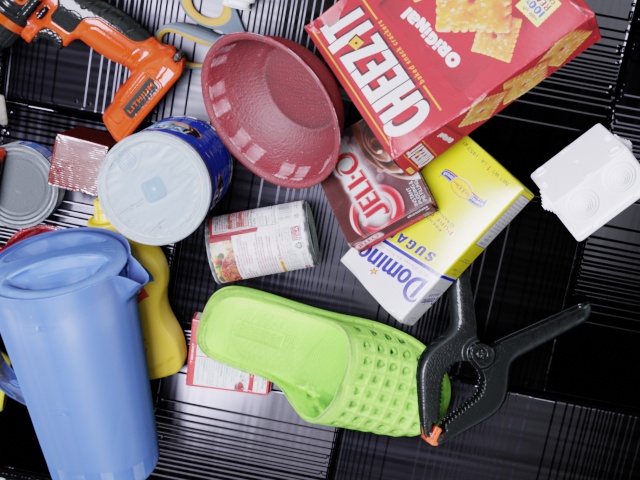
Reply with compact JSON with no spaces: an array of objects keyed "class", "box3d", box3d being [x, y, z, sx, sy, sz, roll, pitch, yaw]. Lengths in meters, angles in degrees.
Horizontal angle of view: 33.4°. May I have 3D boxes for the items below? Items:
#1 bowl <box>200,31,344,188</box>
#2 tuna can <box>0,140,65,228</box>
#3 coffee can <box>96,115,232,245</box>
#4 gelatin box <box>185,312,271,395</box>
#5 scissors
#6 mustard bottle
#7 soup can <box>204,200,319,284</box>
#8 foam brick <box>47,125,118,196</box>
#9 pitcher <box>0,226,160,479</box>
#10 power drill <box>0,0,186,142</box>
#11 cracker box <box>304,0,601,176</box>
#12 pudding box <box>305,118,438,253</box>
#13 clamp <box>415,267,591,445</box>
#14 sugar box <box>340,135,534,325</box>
[{"class":"bowl","box3d":[-0.034,-0.131,0.999,0.162,0.055,0.162,25,137,26]},{"class":"tuna can","box3d":[-0.302,-0.057,1.077,0.086,0.033,0.086,1,103,4]},{"class":"coffee can","box3d":[-0.143,-0.060,1.011,0.103,0.140,0.103,1,103,4]},{"class":"gelatin box","box3d":[-0.091,0.117,1.104,0.089,0.030,0.073,7,103,0]},{"class":"scissors","box3d":[-0.060,-0.197,1.038,0.202,0.016,0.096,9,103,2]},{"class":"mustard bottle","box3d":[-0.196,0.046,1.063,0.096,0.058,0.191,-4,114,10]},{"class":"soup can","box3d":[-0.057,0.001,1.056,0.102,0.068,0.068,-10,102,6]},{"class":"foam brick","box3d":[-0.228,-0.078,1.045,0.053,0.078,0.051,14,102,0]},{"class":"pitcher","box3d":[-0.234,0.118,1.004,0.144,0.149,0.243,-22,121,-28]},{"class":"power drill","box3d":[-0.236,-0.179,1.005,0.187,0.057,0.184,41,104,-15]},{"class":"cracker box","box3d":[0.117,-0.189,0.968,0.214,0.072,0.164,-35,70,10]},{"class":"pudding box","box3d":[0.049,-0.057,1.024,0.090,0.039,0.113,-29,65,11]},{"class":"clamp","box3d":[0.166,0.111,1.060,0.164,0.036,0.210,23,85,-3]},{"class":"sugar box","box3d":[0.111,-0.011,1.036,0.176,0.048,0.093,-48,65,9]}]
